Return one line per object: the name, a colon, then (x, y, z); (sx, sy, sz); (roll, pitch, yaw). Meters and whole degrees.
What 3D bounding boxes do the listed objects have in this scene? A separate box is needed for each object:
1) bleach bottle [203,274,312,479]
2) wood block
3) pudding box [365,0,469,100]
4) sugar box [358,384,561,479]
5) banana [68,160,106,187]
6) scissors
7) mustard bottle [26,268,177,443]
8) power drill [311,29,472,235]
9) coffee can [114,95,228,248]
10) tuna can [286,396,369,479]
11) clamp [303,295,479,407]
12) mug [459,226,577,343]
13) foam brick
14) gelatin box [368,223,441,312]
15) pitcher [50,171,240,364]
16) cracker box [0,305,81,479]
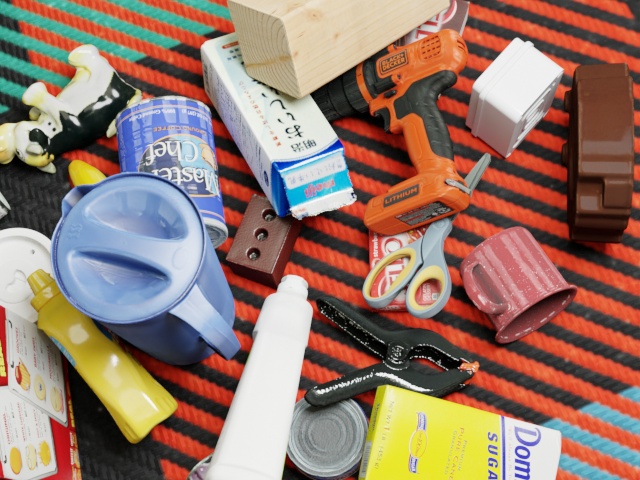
bleach bottle: (-0.049, 0.136, 1.006); (0.068, 0.103, 0.250); (17, 53, -4)
wood block: (0.022, -0.237, 1.069); (0.205, 0.090, 0.091); (-35, 43, -24)
pudding box: (0.104, -0.217, 1.161); (0.090, 0.039, 0.113); (16, 74, 11)
sugar box: (0.130, 0.200, 0.988); (0.176, 0.048, 0.093); (15, 78, -5)
banana: (-0.228, 0.001, 1.124); (0.069, 0.037, 0.198); (-8, 71, 2)
scissors: (0.127, 0.001, 1.052); (0.201, 0.016, 0.096); (-43, 50, -8)
mustard bottle: (-0.218, 0.106, 1.034); (0.058, 0.096, 0.191); (-40, 88, -7)
power drill: (0.072, -0.105, 1.077); (0.185, 0.057, 0.187); (-20, 66, 33)
coffee can: (-0.155, -0.063, 1.103); (0.103, 0.103, 0.140); (-10, 71, 2)
tuna can: (0.006, 0.190, 1.038); (0.086, 0.034, 0.086); (-2, 71, 5)
clamp: (0.065, 0.124, 1.037); (0.171, 0.039, 0.120); (15, 60, 5)
mug: (0.180, 0.042, 1.033); (0.117, 0.093, 0.081); (-8, 57, -42)
foam brick: (-0.057, 0.001, 1.098); (0.053, 0.051, 0.078); (17, 74, 11)
gelatin box: (0.087, 0.028, 1.086); (0.073, 0.030, 0.089); (-2, 71, 6)
pitcher: (-0.143, 0.048, 0.991); (0.145, 0.243, 0.149); (-5, 71, 4)
cracker box: (-0.299, 0.152, 0.987); (0.072, 0.213, 0.164); (-14, 71, 6)
